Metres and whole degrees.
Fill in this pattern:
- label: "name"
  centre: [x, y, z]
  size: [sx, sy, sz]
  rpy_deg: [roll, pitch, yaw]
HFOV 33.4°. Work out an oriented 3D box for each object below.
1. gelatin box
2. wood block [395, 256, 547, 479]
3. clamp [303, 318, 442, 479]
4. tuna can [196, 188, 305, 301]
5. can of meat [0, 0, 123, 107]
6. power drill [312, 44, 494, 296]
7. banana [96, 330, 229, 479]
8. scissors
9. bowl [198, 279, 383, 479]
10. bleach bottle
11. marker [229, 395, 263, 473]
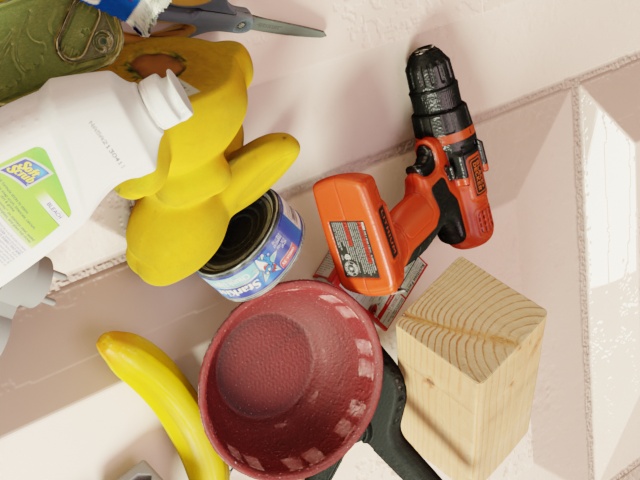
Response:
- label: "gelatin box"
  centre: [0.044, 0.026, 0.927]
  size: [0.089, 0.030, 0.073]
  rpy_deg: [42, 74, -38]
- label: "wood block"
  centre: [0.128, 0.123, 0.933]
  size: [0.090, 0.091, 0.206]
  rpy_deg: [-42, 150, -23]
- label: "clamp"
  centre: [0.042, 0.161, 0.906]
  size: [0.036, 0.165, 0.210]
  rpy_deg: [-31, 118, -70]
- label: "tuna can"
  centre: [-0.055, 0.001, 0.800]
  size: [0.033, 0.086, 0.086]
  rpy_deg: [44, 74, -37]
- label: "can of meat"
  centre: [-0.187, -0.126, 0.656]
  size: [0.101, 0.084, 0.057]
  rpy_deg: [-30, 120, -30]
- label: "power drill"
  centre: [0.074, -0.052, 0.884]
  size: [0.187, 0.057, 0.184]
  rpy_deg: [-35, 114, -43]
- label: "banana"
  centre: [-0.110, 0.134, 0.811]
  size: [0.037, 0.069, 0.198]
  rpy_deg: [-22, 115, 8]
- label: "scissors"
  centre: [-0.057, -0.170, 0.762]
  size: [0.201, 0.096, 0.016]
  rpy_deg: [-12, 66, -35]
- label: "bowl"
  centre: [-0.032, 0.106, 0.846]
  size: [0.161, 0.055, 0.162]
  rpy_deg: [-5, 101, -28]
- label: "bleach bottle"
  centre: [-0.185, -0.021, 0.618]
  size: [0.251, 0.068, 0.102]
  rpy_deg: [-28, 133, 6]
- label: "marker"
  centre: [-0.079, 0.183, 0.877]
  size: [0.020, 0.020, 0.121]
  rpy_deg: [32, 82, -40]
